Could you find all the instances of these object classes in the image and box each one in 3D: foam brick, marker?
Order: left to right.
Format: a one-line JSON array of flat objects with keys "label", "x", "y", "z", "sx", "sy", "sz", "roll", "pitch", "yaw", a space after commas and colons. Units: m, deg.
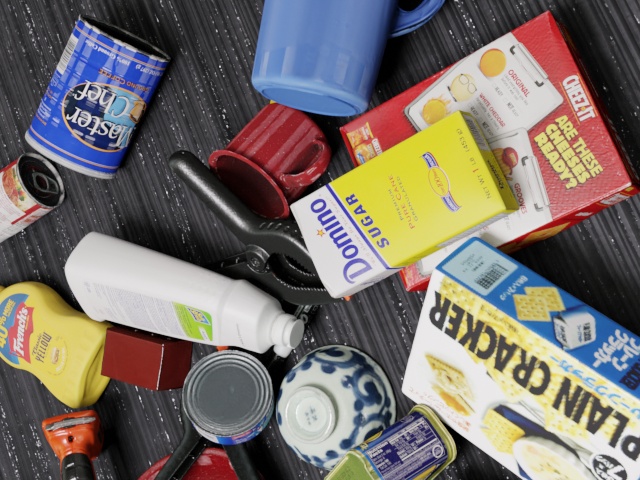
[{"label": "foam brick", "x": -0.180, "y": 0.121, "z": 1.105, "sx": 0.078, "sy": 0.052, "sz": 0.051, "roll": 11, "pitch": 93, "yaw": 27}, {"label": "marker", "x": -0.023, "y": 0.084, "z": 1.042, "sx": 0.020, "sy": 0.020, "sz": 0.121, "roll": 37, "pitch": 105, "yaw": 24}]

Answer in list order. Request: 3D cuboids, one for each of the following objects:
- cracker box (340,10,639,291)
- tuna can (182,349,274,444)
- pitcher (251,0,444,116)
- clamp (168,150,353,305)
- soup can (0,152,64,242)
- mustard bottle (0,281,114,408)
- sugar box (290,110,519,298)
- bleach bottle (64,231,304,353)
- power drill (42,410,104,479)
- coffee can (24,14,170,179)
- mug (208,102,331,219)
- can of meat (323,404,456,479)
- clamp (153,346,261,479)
[{"label": "cracker box", "x": 0.145, "y": -0.071, "z": 0.929, "sx": 0.214, "sy": 0.072, "sz": 0.164, "roll": -27, "pitch": 77, "yaw": 24}, {"label": "tuna can", "x": -0.087, "y": 0.150, "z": 1.017, "sx": 0.086, "sy": 0.034, "sz": 0.086, "roll": -2, "pitch": 63, "yaw": 3}, {"label": "pitcher", "x": 0.026, "y": -0.237, "z": 0.952, "sx": 0.149, "sy": 0.144, "sz": 0.243, "roll": 10, "pitch": 85, "yaw": 34}, {"label": "clamp", "x": -0.057, "y": 0.001, "z": 1.002, "sx": 0.210, "sy": 0.036, "sz": 0.164, "roll": 17, "pitch": 136, "yaw": 31}, {"label": "soup can", "x": -0.345, "y": -0.045, "z": 1.190, "sx": 0.102, "sy": 0.068, "sz": 0.068, "roll": -28, "pitch": 76, "yaw": 25}, {"label": "mustard bottle", "x": -0.311, "y": 0.099, "z": 1.172, "sx": 0.192, "sy": 0.058, "sz": 0.096, "roll": 27, "pitch": 106, "yaw": 26}, {"label": "sugar box", "x": 0.067, "y": -0.028, "z": 0.900, "sx": 0.176, "sy": 0.048, "sz": 0.093, "roll": -29, "pitch": 78, "yaw": 23}, {"label": "bleach bottle", "x": -0.129, "y": 0.063, "z": 1.055, "sx": 0.251, "sy": 0.102, "sz": 0.068, "roll": 15, "pitch": 57, "yaw": 26}, {"label": "power drill", "x": -0.237, "y": 0.281, "z": 1.093, "sx": 0.057, "sy": 0.184, "sz": 0.188, "roll": -11, "pitch": 65, "yaw": -11}, {"label": "coffee can", "x": -0.232, "y": -0.149, "z": 1.113, "sx": 0.103, "sy": 0.102, "sz": 0.140, "roll": 33, "pitch": 103, "yaw": 25}, {"label": "mug", "x": -0.037, "y": -0.075, "z": 0.998, "sx": 0.117, "sy": 0.093, "sz": 0.081, "roll": 6, "pitch": 49, "yaw": 49}, {"label": "can of meat", "x": 0.059, "y": 0.199, "z": 0.934, "sx": 0.057, "sy": 0.083, "sz": 0.102, "roll": 54, "pitch": 148, "yaw": 18}, {"label": "clamp", "x": -0.112, "y": 0.189, "z": 1.043, "sx": 0.120, "sy": 0.039, "sz": 0.171, "roll": -5, "pitch": 63, "yaw": 4}]
